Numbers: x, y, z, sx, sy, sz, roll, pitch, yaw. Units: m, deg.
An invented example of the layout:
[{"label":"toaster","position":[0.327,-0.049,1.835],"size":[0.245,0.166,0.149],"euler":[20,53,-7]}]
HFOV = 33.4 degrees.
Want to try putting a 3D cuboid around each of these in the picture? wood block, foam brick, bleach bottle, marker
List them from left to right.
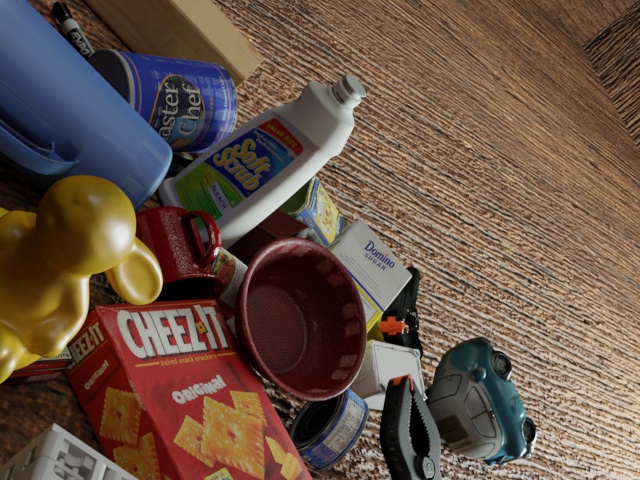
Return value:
[{"label":"marker","position":[-0.270,-0.220,1.204],"size":[0.121,0.020,0.020],"euler":[57,27,13]},{"label":"wood block","position":[-0.180,-0.262,1.321],"size":[0.206,0.090,0.090],"euler":[46,27,-11]},{"label":"bleach bottle","position":[-0.056,-0.090,1.112],"size":[0.068,0.251,0.102],"euler":[3,53,-57]},{"label":"foam brick","position":[-0.058,0.001,1.203],"size":[0.053,0.051,0.078],"euler":[30,22,16]}]

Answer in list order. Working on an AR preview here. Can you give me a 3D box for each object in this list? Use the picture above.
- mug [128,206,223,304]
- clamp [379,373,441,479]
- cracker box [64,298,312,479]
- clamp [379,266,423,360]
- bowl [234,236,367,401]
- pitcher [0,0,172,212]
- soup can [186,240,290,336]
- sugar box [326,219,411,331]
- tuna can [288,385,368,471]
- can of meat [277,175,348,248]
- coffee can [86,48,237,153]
[{"label":"mug","position":[-0.139,0.015,0.993],"size":[0.093,0.117,0.081],"euler":[10,51,-49]},{"label":"clamp","position":[0.107,0.249,1.132],"size":[0.164,0.036,0.210],"euler":[23,56,-49]},{"label":"cracker box","position":[-0.110,0.155,0.916],"size":[0.163,0.072,0.214],"euler":[2,54,-58]},{"label":"clamp","position":[0.100,0.085,1.286],"size":[0.171,0.039,0.120],"euler":[33,50,-76]},{"label":"bowl","position":[-0.030,0.080,1.039],"size":[0.161,0.055,0.162],"euler":[18,63,-39]},{"label":"pitcher","position":[-0.257,-0.116,0.974],"size":[0.242,0.145,0.149],"euler":[43,63,-23]},{"label":"soup can","position":[-0.089,0.054,1.084],"size":[0.102,0.069,0.068],"euler":[36,30,-28]},{"label":"sugar box","position":[0.017,0.067,1.177],"size":[0.093,0.048,0.176],"euler":[48,54,-8]},{"label":"tuna can","position":[0.006,0.183,1.051],"size":[0.033,0.086,0.086],"euler":[41,28,-17]},{"label":"can of meat","position":[-0.013,-0.023,1.294],"size":[0.084,0.057,0.102],"euler":[57,23,-24]},{"label":"coffee can","position":[-0.174,-0.145,1.136],"size":[0.140,0.103,0.103],"euler":[-2,56,-44]}]
